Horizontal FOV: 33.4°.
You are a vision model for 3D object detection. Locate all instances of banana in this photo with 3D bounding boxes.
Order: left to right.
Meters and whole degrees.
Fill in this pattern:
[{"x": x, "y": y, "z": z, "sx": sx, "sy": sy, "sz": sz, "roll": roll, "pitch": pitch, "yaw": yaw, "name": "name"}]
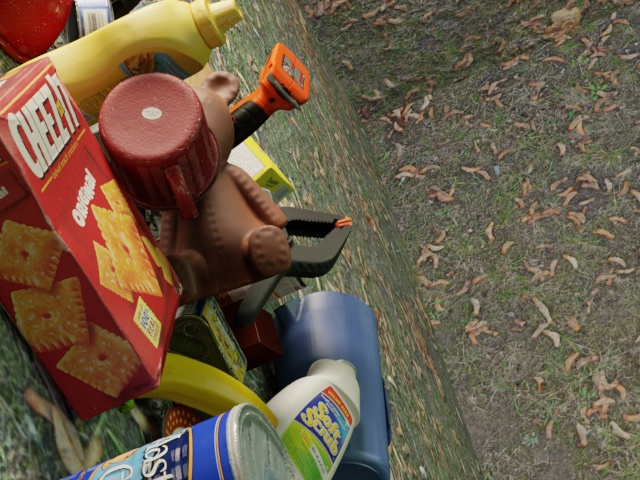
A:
[{"x": -0.109, "y": 0.121, "z": 0.848, "sx": 0.197, "sy": 0.037, "sz": 0.070, "roll": 20, "pitch": 33, "yaw": -54, "name": "banana"}]

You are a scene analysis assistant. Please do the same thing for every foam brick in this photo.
[{"x": -0.079, "y": 0.101, "z": 1.117, "sx": 0.078, "sy": 0.051, "sz": 0.053, "roll": 45, "pitch": 24, "yaw": -65, "name": "foam brick"}]

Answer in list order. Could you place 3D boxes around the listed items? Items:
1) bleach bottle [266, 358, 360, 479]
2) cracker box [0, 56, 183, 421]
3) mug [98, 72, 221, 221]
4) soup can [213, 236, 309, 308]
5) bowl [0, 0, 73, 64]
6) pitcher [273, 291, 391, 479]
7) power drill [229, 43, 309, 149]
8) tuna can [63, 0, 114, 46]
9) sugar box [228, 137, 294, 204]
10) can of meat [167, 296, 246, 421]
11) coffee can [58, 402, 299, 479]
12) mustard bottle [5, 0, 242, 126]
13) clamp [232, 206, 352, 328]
[{"x": -0.016, "y": 0.178, "z": 1.038, "sx": 0.102, "sy": 0.068, "sz": 0.250, "roll": 61, "pitch": 26, "yaw": -11, "name": "bleach bottle"}, {"x": -0.180, "y": -0.008, "z": 0.751, "sx": 0.164, "sy": 0.072, "sz": 0.213, "roll": -91, "pitch": 156, "yaw": -68, "name": "cracker box"}, {"x": -0.125, "y": -0.070, "z": 0.843, "sx": 0.081, "sy": 0.093, "sz": 0.117, "roll": 86, "pitch": -17, "yaw": -69, "name": "mug"}, {"x": -0.072, "y": 0.038, "z": 1.152, "sx": 0.068, "sy": 0.102, "sz": 0.068, "roll": -24, "pitch": 90, "yaw": -81, "name": "soup can"}, {"x": -0.257, "y": -0.232, "z": 0.907, "sx": 0.162, "sy": 0.055, "sz": 0.162, "roll": -23, "pitch": 90, "yaw": -80, "name": "bowl"}, {"x": 0.020, "y": 0.189, "z": 1.224, "sx": 0.243, "sy": 0.149, "sz": 0.145, "roll": -97, "pitch": -170, "yaw": -49, "name": "pitcher"}, {"x": -0.096, "y": -0.133, "z": 1.181, "sx": 0.057, "sy": 0.188, "sz": 0.184, "roll": 43, "pitch": 18, "yaw": -19, "name": "power drill"}, {"x": -0.213, "y": -0.190, "z": 0.983, "sx": 0.086, "sy": 0.033, "sz": 0.086, "roll": 174, "pitch": -90, "yaw": -68, "name": "tuna can"}, {"x": -0.111, "y": -0.124, "z": 1.331, "sx": 0.176, "sy": 0.048, "sz": 0.093, "roll": 52, "pitch": 3, "yaw": 22, "name": "sugar box"}, {"x": -0.106, "y": 0.102, "z": 0.949, "sx": 0.084, "sy": 0.057, "sz": 0.102, "roll": -86, "pitch": 152, "yaw": -74, "name": "can of meat"}, {"x": -0.088, "y": 0.169, "z": 0.628, "sx": 0.102, "sy": 0.140, "sz": 0.103, "roll": -23, "pitch": 90, "yaw": -80, "name": "coffee can"}, {"x": -0.152, "y": -0.147, "z": 0.868, "sx": 0.096, "sy": 0.192, "sz": 0.058, "roll": 35, "pitch": 32, "yaw": -72, "name": "mustard bottle"}, {"x": -0.057, "y": 0.001, "z": 1.080, "sx": 0.209, "sy": 0.036, "sz": 0.165, "roll": -21, "pitch": 55, "yaw": -43, "name": "clamp"}]
